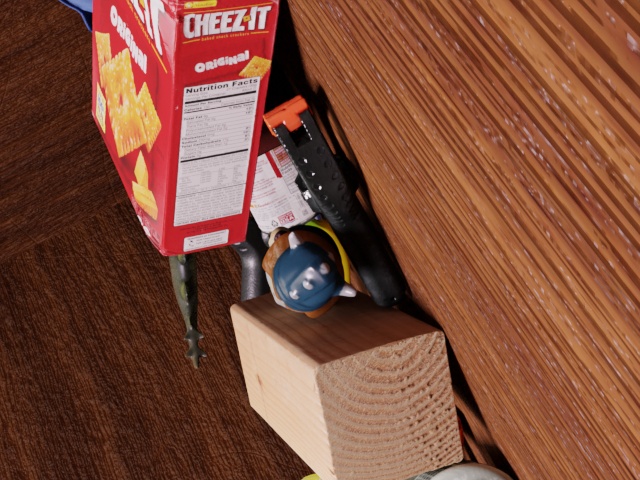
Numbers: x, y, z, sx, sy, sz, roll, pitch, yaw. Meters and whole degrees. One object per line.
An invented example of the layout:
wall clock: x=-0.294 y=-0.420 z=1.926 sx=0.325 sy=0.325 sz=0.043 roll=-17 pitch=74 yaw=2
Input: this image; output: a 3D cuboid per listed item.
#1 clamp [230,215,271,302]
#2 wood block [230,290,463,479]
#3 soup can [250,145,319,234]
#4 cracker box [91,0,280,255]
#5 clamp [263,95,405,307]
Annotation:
clamp: x=-0.057 y=0.001 z=1.010 sx=0.036 sy=0.164 sz=0.210 roll=0 pitch=128 yaw=40
wood block: x=0.010 y=0.095 z=0.756 sx=0.206 sy=0.090 sz=0.091 roll=-158 pitch=55 yaw=-69
soup can: x=-0.044 y=-0.064 z=0.947 sx=0.102 sy=0.068 sz=0.068 roll=63 pitch=176 yaw=-24
cracker box: x=-0.099 y=-0.120 z=0.700 sx=0.164 sy=0.072 sz=0.214 roll=59 pitch=152 yaw=35
clamp: x=0.002 y=-0.040 z=0.710 sx=0.120 sy=0.039 sz=0.171 roll=51 pitch=172 yaw=46
